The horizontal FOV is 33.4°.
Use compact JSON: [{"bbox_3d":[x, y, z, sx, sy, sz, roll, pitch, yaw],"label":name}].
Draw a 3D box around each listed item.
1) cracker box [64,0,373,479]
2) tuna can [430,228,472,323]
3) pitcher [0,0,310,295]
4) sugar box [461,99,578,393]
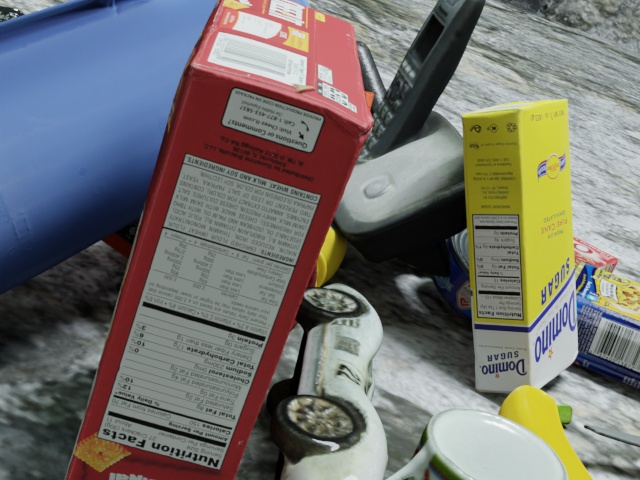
[{"bbox_3d":[-0.046,0.013,0.458,0.072,0.214,0.164,17,22,-8],"label":"cracker box"},{"bbox_3d":[0.122,0.025,0.776,0.086,0.034,0.086,22,38,-19],"label":"tuna can"},{"bbox_3d":[-0.119,-0.075,0.558,0.242,0.149,0.145,-29,88,-26],"label":"pitcher"},{"bbox_3d":[0.130,0.001,0.682,0.048,0.176,0.093,-2,9,32],"label":"sugar box"}]
